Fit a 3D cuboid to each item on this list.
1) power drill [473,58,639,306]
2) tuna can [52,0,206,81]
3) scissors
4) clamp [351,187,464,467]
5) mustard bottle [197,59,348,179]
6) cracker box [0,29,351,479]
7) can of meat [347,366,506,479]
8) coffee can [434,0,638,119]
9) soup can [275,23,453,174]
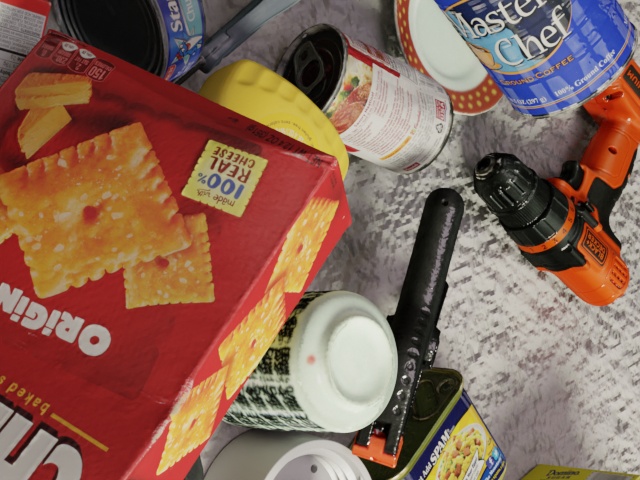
[{"bbox_3d":[0.201,-0.065,0.843,0.184,0.057,0.187,40,65,-36],"label":"power drill"},{"bbox_3d":[-0.101,-0.121,0.563,0.033,0.086,0.086,-37,110,-38],"label":"tuna can"},{"bbox_3d":[-0.049,-0.117,0.609,0.016,0.096,0.201,51,53,-14],"label":"scissors"},{"bbox_3d":[0.057,0.053,0.663,0.120,0.039,0.171,85,18,-48],"label":"clamp"},{"bbox_3d":[-0.053,0.001,0.566,0.096,0.058,0.191,44,53,-28],"label":"mustard bottle"},{"bbox_3d":[-0.111,0.027,0.467,0.213,0.164,0.072,-56,159,-19],"label":"cracker box"},{"bbox_3d":[0.072,0.149,0.710,0.102,0.058,0.084,-49,119,-32],"label":"can of meat"},{"bbox_3d":[0.140,-0.169,0.737,0.140,0.103,0.102,47,59,-28],"label":"coffee can"},{"bbox_3d":[0.028,-0.088,0.685,0.102,0.069,0.068,19,74,-39],"label":"soup can"}]
